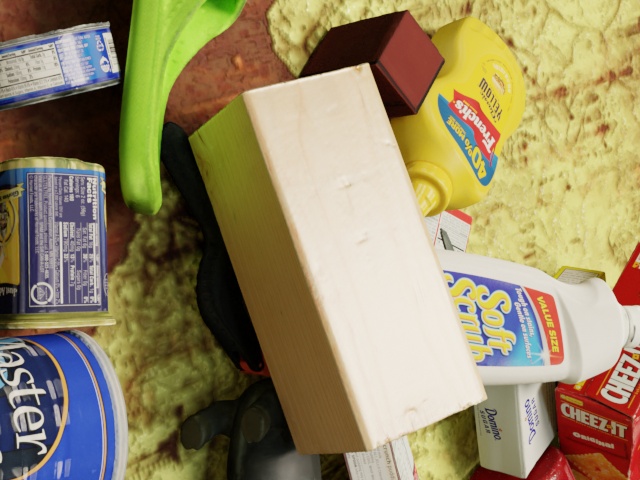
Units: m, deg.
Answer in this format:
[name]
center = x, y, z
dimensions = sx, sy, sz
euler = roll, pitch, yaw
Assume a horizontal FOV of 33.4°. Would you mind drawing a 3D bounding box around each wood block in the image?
[wood block]
center = 0.008, 0.014, 0.633
dimensions = 0.090, 0.091, 0.206
euler = -18, 87, -28

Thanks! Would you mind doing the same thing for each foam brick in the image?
[foam brick]
center = 0.036, -0.119, 0.747
dimensions = 0.053, 0.078, 0.051
euler = 46, 60, -33

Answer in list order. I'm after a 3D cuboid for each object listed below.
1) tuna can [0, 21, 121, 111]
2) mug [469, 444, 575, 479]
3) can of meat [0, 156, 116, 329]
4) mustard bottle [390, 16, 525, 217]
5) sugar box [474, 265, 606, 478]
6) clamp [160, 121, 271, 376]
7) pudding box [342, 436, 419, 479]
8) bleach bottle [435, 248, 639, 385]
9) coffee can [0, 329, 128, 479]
[tuna can]
center = -0.151, -0.092, 0.573
dimensions = 0.085, 0.086, 0.034
euler = -22, 105, -40
[mug]
center = 0.157, 0.219, 0.843
dimensions = 0.117, 0.093, 0.081
euler = -25, 102, -2
[can of meat]
center = -0.152, 0.004, 0.558
dimensions = 0.057, 0.102, 0.084
euler = 1, 86, -41
[mustard bottle]
center = 0.095, -0.078, 0.782
dimensions = 0.096, 0.058, 0.191
euler = 56, 41, -25
[sugar box]
center = 0.180, 0.101, 0.861
dimensions = 0.175, 0.048, 0.093
euler = -35, 125, -44
[clamp]
center = -0.055, 0.001, 0.689
dimensions = 0.120, 0.039, 0.171
euler = 6, 81, -30
[pudding box]
center = 0.043, 0.160, 0.736
dimensions = 0.090, 0.039, 0.113
euler = -59, 134, -76
[bleach bottle]
center = 0.114, 0.050, 0.748
dimensions = 0.250, 0.068, 0.102
euler = 2, 86, -15
[coffee can]
center = -0.181, 0.100, 0.526
dimensions = 0.140, 0.103, 0.103
euler = -1, 89, -42
